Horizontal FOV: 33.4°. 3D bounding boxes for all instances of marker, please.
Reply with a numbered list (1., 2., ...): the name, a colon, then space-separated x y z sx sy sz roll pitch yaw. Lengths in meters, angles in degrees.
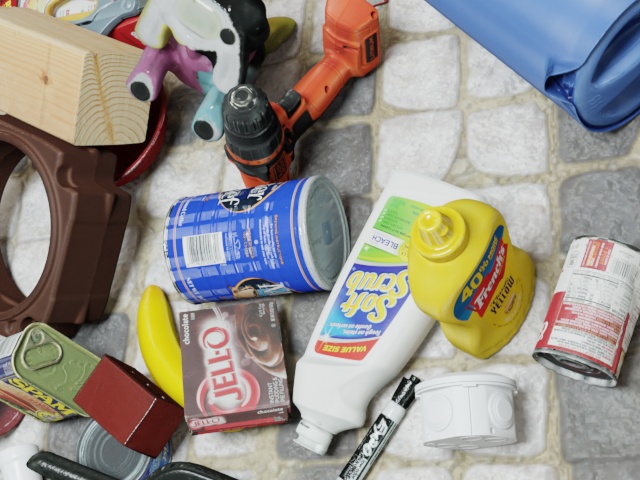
1. marker: 0.047 0.165 0.895 0.020 0.020 0.121 30 83 32

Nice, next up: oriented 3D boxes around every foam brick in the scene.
1. foam brick: -0.168 0.146 0.943 0.078 0.053 0.051 32 84 32

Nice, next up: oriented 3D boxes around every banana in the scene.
1. banana: -0.122 0.118 0.989 0.069 0.037 0.198 -35 56 -24

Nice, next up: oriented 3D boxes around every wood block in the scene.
1. wood block: -0.269 -0.167 1.062 0.206 0.090 0.091 25 112 35

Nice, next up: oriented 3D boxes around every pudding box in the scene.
1. pudding box: -0.076 0.111 0.940 0.090 0.039 0.113 -7 50 -3

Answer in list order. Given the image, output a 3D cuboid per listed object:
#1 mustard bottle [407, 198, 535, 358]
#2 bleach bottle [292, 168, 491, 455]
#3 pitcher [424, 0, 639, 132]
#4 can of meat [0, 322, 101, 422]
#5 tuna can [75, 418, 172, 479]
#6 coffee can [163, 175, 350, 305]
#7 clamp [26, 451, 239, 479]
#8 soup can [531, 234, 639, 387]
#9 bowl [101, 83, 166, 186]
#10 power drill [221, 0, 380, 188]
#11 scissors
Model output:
1. mustard bottle: 0.112 0.021 0.826 0.058 0.191 0.096 27 81 32
2. bleach bottle: 0.053 0.067 0.912 0.103 0.068 0.251 22 81 32
3. pitcher: 0.199 -0.213 0.940 0.243 0.149 0.145 45 105 36
4. can of meat: -0.259 0.127 0.995 0.084 0.102 0.057 -19 42 44
5. tuna can: -0.181 0.195 0.980 0.086 0.033 0.086 -10 64 21
6. coffee can: -0.056 0.001 0.968 0.140 0.102 0.103 -8 65 22
7. clamp: -0.147 0.255 0.922 0.210 0.036 0.164 -8 90 11
8. soup can: 0.214 0.055 0.837 0.069 0.068 0.102 15 74 30
9. bowl: -0.220 -0.113 1.124 0.162 0.055 0.162 -10 64 21
10. power drill: -0.020 -0.140 0.979 0.057 0.184 0.187 35 76 13
11. scissors: -0.208 -0.226 1.114 0.202 0.016 0.096 6 79 24
